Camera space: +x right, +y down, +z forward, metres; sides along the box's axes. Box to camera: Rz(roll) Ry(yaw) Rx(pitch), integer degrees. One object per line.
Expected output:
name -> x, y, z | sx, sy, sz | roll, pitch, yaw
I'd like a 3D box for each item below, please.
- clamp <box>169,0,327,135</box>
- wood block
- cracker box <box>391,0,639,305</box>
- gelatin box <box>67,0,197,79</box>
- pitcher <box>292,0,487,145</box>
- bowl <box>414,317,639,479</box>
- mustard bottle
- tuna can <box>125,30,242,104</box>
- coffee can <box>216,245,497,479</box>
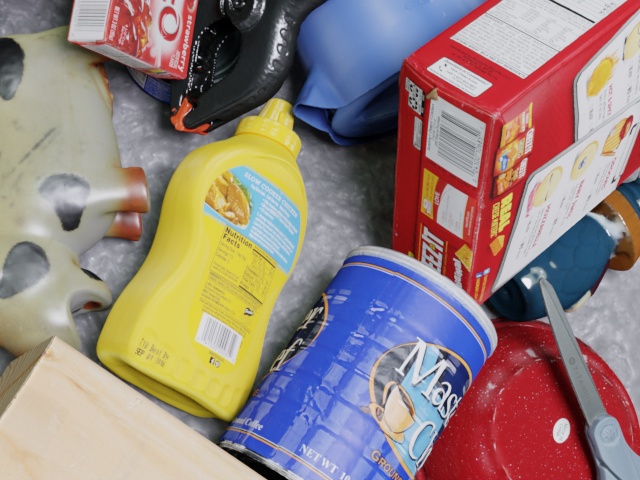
clamp -> -0.042, -0.144, 0.616 | 0.172, 0.039, 0.120 | -49, 60, 15
wood block -> -0.084, 0.148, 0.539 | 0.206, 0.091, 0.090 | 38, 60, -15
cracker box -> 0.136, -0.080, 0.621 | 0.213, 0.164, 0.072 | -38, 58, -26
gelatin box -> -0.098, -0.141, 0.587 | 0.030, 0.073, 0.089 | 7, 86, 29
pitcher -> 0.025, -0.196, 0.676 | 0.149, 0.145, 0.243 | -7, 69, -59
bowl -> 0.137, 0.121, 0.653 | 0.162, 0.055, 0.162 | 4, 73, -14
mustard bottle -> -0.054, 0.001, 0.622 | 0.096, 0.058, 0.191 | 38, 63, -40
tuna can -> -0.083, -0.128, 0.674 | 0.086, 0.034, 0.086 | 4, 74, -14
coffee can -> 0.022, 0.088, 0.605 | 0.103, 0.103, 0.140 | 37, 69, -3
